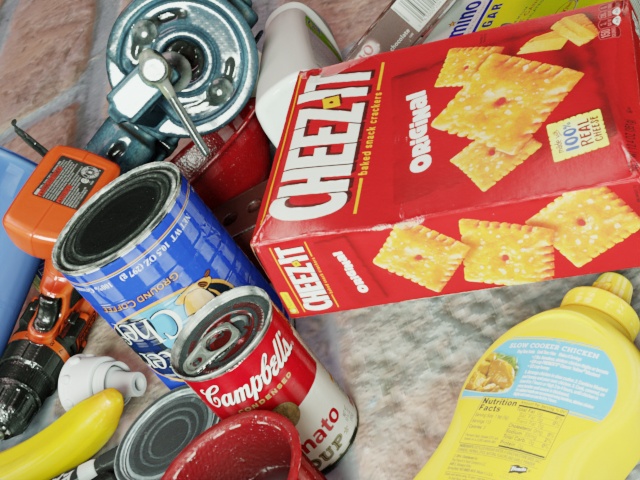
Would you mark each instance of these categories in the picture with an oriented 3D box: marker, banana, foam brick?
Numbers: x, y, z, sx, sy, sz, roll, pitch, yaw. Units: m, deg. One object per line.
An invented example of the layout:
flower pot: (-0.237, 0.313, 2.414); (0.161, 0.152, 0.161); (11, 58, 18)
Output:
marker: (-0.177, 0.170, 0.735); (0.121, 0.020, 0.020); (-28, 32, 15)
banana: (-0.214, 0.156, 0.749); (0.198, 0.069, 0.037); (-23, 65, 8)
foam brick: (-0.055, 0.001, 0.809); (0.078, 0.051, 0.053); (-28, 32, 14)

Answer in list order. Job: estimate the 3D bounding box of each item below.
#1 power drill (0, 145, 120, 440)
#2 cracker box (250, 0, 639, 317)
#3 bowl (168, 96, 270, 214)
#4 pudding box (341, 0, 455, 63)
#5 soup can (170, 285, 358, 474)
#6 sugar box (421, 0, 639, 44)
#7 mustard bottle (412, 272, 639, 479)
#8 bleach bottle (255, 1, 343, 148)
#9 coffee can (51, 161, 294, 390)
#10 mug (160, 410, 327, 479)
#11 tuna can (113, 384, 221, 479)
power drill: (-0.206, 0.037, 0.807); (0.184, 0.057, 0.188); (-72, 1, -47)
cracker box: (0.080, -0.050, 0.611); (0.214, 0.072, 0.164); (-9, 42, 21)
bowl: (-0.094, -0.045, 0.886); (0.162, 0.055, 0.162); (-39, 17, 14)
pudding box: (0.067, -0.181, 0.892); (0.114, 0.039, 0.090); (-46, 8, 17)
soup can: (-0.031, 0.085, 0.620); (0.069, 0.102, 0.068); (-26, 32, 17)
sugar box: (0.155, -0.151, 0.808); (0.177, 0.048, 0.093); (6, 50, 47)
mustard bottle: (0.108, 0.091, 0.514); (0.096, 0.058, 0.191); (2, 48, 45)
bleach bottle: (-0.008, -0.144, 0.930); (0.068, 0.102, 0.251); (-33, 24, 15)
coffee can: (-0.097, 0.032, 0.722); (0.103, 0.140, 0.103); (-26, 32, 17)
mug: (-0.024, 0.153, 0.541); (0.093, 0.081, 0.117); (-39, 30, -5)
tuna can: (-0.089, 0.133, 0.681); (0.086, 0.033, 0.086); (-26, 32, 18)
